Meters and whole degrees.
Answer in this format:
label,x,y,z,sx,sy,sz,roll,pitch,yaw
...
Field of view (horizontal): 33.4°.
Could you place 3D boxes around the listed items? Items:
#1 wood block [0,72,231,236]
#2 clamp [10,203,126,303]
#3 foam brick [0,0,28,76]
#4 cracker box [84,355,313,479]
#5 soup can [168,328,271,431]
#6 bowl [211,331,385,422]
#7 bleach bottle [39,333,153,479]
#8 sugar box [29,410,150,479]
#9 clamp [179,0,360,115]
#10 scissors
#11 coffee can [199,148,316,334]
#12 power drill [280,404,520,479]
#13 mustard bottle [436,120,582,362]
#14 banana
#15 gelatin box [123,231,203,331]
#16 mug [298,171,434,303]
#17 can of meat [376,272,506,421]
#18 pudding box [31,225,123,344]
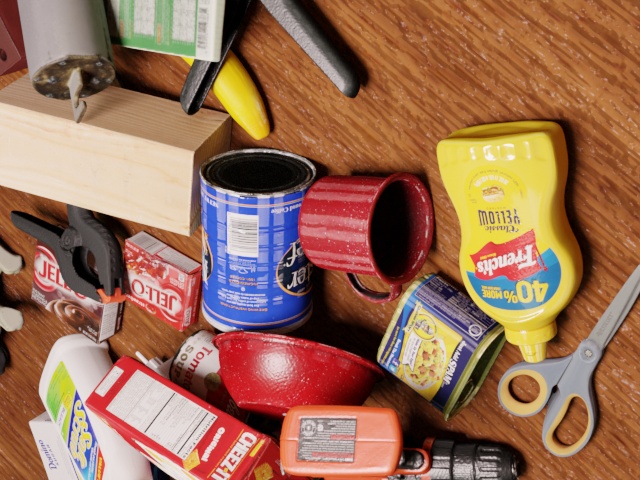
label,x,y,z,sx,sy,sz,roll,pitch,yaw
wood block,-0.197,-0.085,0.997,0.206,0.090,0.090,15,122,12
clamp,-0.264,0.001,1.127,0.120,0.039,0.171,-36,71,33
foam brick,-0.314,-0.214,1.083,0.053,0.051,0.078,-21,98,42
cracker box,-0.102,0.207,1.024,0.214,0.072,0.164,21,157,39
soup can,-0.093,0.142,1.077,0.102,0.068,0.069,30,126,22
bowl,-0.025,0.132,0.964,0.162,0.161,0.055,-2,67,38
bleach bottle,-0.227,0.217,1.144,0.251,0.067,0.103,51,125,41
sugar box,-0.269,0.251,1.278,0.177,0.048,0.093,-4,107,42
clamp,-0.064,-0.205,0.891,0.165,0.036,0.210,-10,99,23
scissors,0.199,0.087,0.865,0.096,0.016,0.202,22,123,27
coffee can,-0.056,0.001,0.958,0.103,0.102,0.140,18,121,29
power drill,0.062,0.184,0.906,0.185,0.187,0.057,-5,69,23
mustard bottle,0.153,0.006,0.832,0.096,0.058,0.191,-2,110,32
banana,-0.115,-0.170,0.968,0.198,0.037,0.070,39,151,18
gelatin box,-0.165,0.043,1.109,0.089,0.030,0.073,28,126,24
mug,0.038,-0.002,0.897,0.082,0.093,0.117,7,119,40
can of meat,0.103,0.089,0.912,0.084,0.057,0.102,36,128,21
pudding box,-0.269,0.048,1.183,0.114,0.039,0.090,29,125,23
